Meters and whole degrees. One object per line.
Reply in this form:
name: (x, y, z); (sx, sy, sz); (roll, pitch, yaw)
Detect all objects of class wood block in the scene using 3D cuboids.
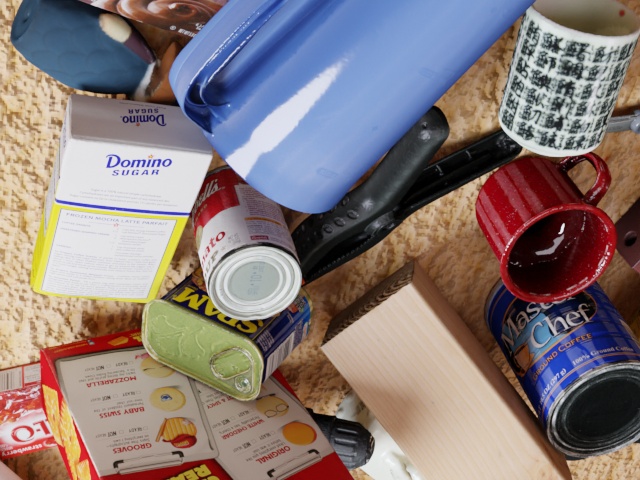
wood block: (0.101, 0.128, 0.852); (0.091, 0.090, 0.206); (-37, 94, 12)

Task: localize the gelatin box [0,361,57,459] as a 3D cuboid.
gelatin box: (-0.225, 0.135, 0.864); (0.089, 0.030, 0.073); (-12, 128, -6)

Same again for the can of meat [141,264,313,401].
can of meat: (-0.067, 0.061, 0.794); (0.102, 0.083, 0.057); (22, 126, 19)

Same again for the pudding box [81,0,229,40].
pudding box: (-0.091, -0.171, 0.640); (0.113, 0.039, 0.090); (11, 147, -39)

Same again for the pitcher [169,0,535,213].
pitcher: (0.032, -0.136, 0.635); (0.145, 0.149, 0.243); (40, 122, -14)

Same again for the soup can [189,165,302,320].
soup can: (-0.055, 0.001, 0.767); (0.068, 0.102, 0.068); (-8, 127, -10)

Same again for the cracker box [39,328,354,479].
cracker box: (-0.096, 0.149, 0.775); (0.164, 0.214, 0.072); (-10, 128, -26)

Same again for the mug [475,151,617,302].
mug: (0.177, -0.021, 0.828); (0.093, 0.081, 0.117); (22, 117, -28)

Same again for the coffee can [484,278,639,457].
coffee can: (0.208, 0.093, 0.883); (0.102, 0.140, 0.103); (-8, 127, -10)

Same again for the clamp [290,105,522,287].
clamp: (0.051, -0.028, 0.796); (0.210, 0.036, 0.164); (-39, 161, 30)

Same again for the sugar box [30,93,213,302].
sugar box: (-0.140, -0.023, 0.731); (0.093, 0.048, 0.176); (6, 140, -21)
